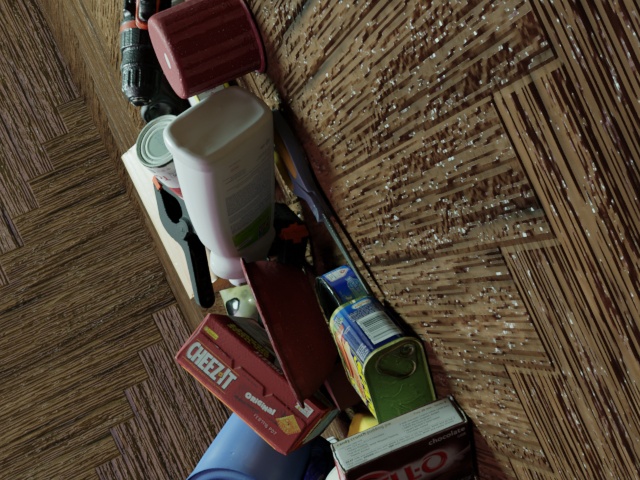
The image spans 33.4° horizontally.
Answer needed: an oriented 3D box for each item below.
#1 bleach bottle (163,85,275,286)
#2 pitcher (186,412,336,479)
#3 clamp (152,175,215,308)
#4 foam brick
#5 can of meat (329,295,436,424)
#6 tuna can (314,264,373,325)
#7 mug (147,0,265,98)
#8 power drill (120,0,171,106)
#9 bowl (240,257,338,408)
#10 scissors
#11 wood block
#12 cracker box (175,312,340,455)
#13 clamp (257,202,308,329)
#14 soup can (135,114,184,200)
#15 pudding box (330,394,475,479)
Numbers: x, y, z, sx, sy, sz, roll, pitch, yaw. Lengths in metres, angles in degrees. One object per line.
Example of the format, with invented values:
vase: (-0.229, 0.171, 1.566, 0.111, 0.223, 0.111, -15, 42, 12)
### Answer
bleach bottle: (-0.091, -0.032, 1.055, 0.068, 0.102, 0.251, 39, 152, 25)
pitcher: (-0.062, 0.268, 1.331, 0.149, 0.145, 0.242, 43, -149, -7)
clamp: (-0.153, -0.005, 1.277, 0.172, 0.039, 0.120, 51, 126, 28)
foam brick: (0.023, 0.138, 1.133, 0.051, 0.053, 0.078, 68, 167, -15)
can of meat: (0.054, 0.109, 0.945, 0.084, 0.057, 0.102, 51, 162, 55)
tuna can: (0.029, 0.067, 1.017, 0.086, 0.033, 0.086, 60, 166, 23)
mug: (-0.110, -0.182, 0.993, 0.093, 0.081, 0.117, 67, 167, -9)
power drill: (-0.171, -0.244, 1.049, 0.188, 0.057, 0.184, 130, 142, -72)
bowl: (-0.025, 0.082, 1.057, 0.162, 0.055, 0.162, 158, 89, -87)
scissors: (-0.005, -0.030, 1.010, 0.202, 0.016, 0.096, 63, 169, 9)
wood block: (-0.155, -0.042, 1.355, 0.090, 0.090, 0.206, -35, 78, 37)
cracker box: (-0.061, 0.161, 1.222, 0.164, 0.072, 0.213, 39, -178, 10)
clamp: (-0.058, 0.001, 1.210, 0.210, 0.036, 0.164, 130, 126, -67)
soup can: (-0.153, -0.088, 1.199, 0.068, 0.068, 0.102, 56, -173, 35)
pudding box: (0.070, 0.188, 0.895, 0.039, 0.113, 0.090, -123, 14, -45)
